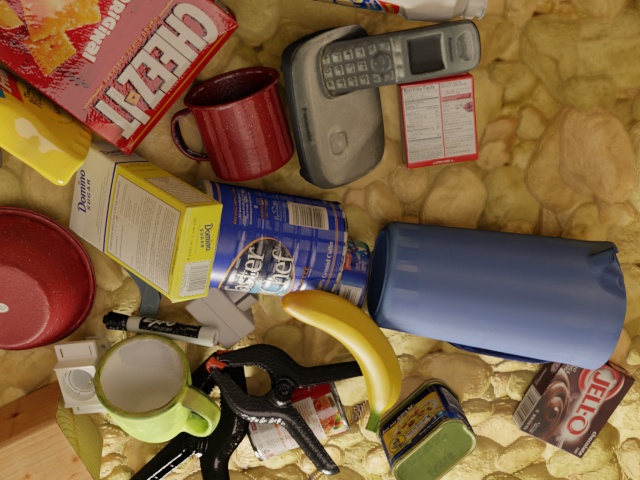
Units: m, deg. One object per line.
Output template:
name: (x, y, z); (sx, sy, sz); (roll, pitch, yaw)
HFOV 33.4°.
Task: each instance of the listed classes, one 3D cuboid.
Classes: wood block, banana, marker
wood block: (-0.338, 0.238, 1.098); (0.206, 0.091, 0.090); (-25, 112, 3)
banana: (0.032, 0.104, 1.034); (0.069, 0.037, 0.197); (-51, 125, -28)
marker: (-0.162, 0.088, 1.071); (0.121, 0.020, 0.020); (8, 111, 13)

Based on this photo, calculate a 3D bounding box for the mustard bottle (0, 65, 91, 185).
mustard bottle: (-0.296, -0.128, 0.946); (0.191, 0.096, 0.058); (36, 107, -27)

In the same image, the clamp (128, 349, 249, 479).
clamp: (-0.117, 0.218, 1.110); (0.036, 0.165, 0.210); (8, 107, -55)

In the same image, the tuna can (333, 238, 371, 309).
tuna can: (0.021, 0.039, 1.074); (0.033, 0.086, 0.086); (12, 109, -14)

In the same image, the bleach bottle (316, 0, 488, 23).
bleach bottle: (0.033, -0.241, 0.958); (0.250, 0.103, 0.068); (10, 89, -12)

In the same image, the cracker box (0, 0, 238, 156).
cracker box: (-0.206, -0.205, 0.955); (0.213, 0.072, 0.164); (38, 102, -20)

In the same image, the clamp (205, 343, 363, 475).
clamp: (-0.030, 0.146, 1.079); (0.171, 0.039, 0.120); (32, 69, -5)

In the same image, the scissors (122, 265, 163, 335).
scissors: (-0.190, 0.056, 1.089); (0.096, 0.016, 0.202); (26, 106, -15)

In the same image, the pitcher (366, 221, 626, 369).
pitcher: (0.172, 0.057, 1.088); (0.242, 0.145, 0.149); (8, 96, -7)

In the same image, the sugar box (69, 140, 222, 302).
sugar box: (-0.164, -0.022, 0.982); (0.048, 0.176, 0.093); (-6, 117, -41)

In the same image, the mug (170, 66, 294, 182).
mug: (-0.084, -0.106, 1.005); (0.117, 0.093, 0.081); (-11, 118, 11)

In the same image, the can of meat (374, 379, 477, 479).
can of meat: (0.114, 0.212, 1.154); (0.102, 0.084, 0.057); (-43, 110, 9)

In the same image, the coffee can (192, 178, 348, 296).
coffee can: (-0.057, 0.001, 1.030); (0.140, 0.103, 0.103); (9, 110, -19)

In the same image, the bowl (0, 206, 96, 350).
bowl: (-0.303, 0.050, 1.036); (0.162, 0.055, 0.162); (0, 117, 1)

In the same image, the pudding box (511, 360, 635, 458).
pudding box: (0.280, 0.175, 1.187); (0.090, 0.039, 0.113); (27, 105, -17)

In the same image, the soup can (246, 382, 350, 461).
soup can: (-0.027, 0.187, 1.134); (0.102, 0.068, 0.068); (-20, 112, 1)

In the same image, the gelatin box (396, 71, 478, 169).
gelatin box: (0.115, -0.120, 1.055); (0.073, 0.030, 0.089); (-9, 112, -3)
